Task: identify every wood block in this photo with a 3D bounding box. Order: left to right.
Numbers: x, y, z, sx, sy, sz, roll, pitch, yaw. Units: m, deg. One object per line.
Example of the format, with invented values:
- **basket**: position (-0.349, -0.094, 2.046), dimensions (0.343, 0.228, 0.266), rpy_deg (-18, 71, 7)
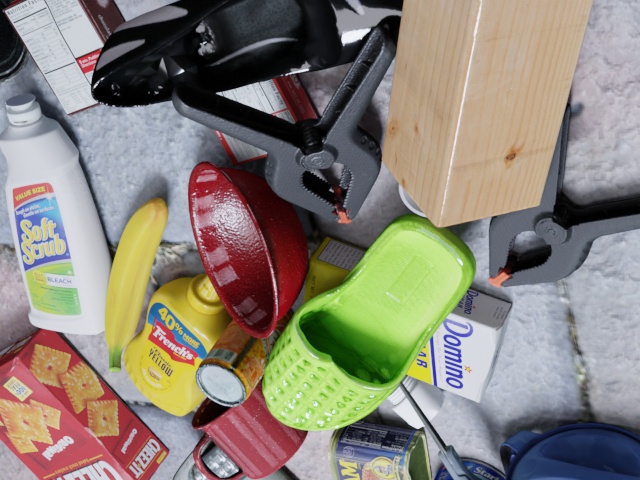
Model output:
- **wood block**: position (0.110, -0.122, 0.714), dimensions (0.090, 0.090, 0.206), rpy_deg (-123, 29, -43)

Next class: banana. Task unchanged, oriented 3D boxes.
- **banana**: position (-0.181, 0.033, 1.050), dimensions (0.070, 0.037, 0.198), rpy_deg (52, 132, 48)

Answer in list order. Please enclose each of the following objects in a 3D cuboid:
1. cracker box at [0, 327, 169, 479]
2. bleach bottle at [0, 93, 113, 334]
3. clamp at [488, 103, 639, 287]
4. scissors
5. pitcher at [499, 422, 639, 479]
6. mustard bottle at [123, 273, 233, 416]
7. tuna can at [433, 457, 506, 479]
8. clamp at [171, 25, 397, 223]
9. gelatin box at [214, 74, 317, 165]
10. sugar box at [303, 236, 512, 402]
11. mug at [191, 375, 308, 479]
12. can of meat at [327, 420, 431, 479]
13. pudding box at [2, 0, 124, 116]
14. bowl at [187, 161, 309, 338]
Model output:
- **cracker box**: position (-0.309, 0.216, 1.264), dimensions (0.164, 0.072, 0.213), rpy_deg (-27, 108, 42)
- **bleach bottle**: position (-0.270, -0.026, 1.061), dimensions (0.103, 0.068, 0.251), rpy_deg (7, 125, 25)
- **clamp**: position (0.190, -0.014, 0.808), dimensions (0.120, 0.039, 0.172), rpy_deg (36, 138, 9)
- **scissors**: position (0.125, 0.200, 0.962), dimensions (0.016, 0.096, 0.202), rpy_deg (-34, 75, 14)
- **pitcher**: position (0.242, 0.286, 0.958), dimensions (0.145, 0.149, 0.243), rpy_deg (-6, 125, 17)
- **mustard bottle**: position (-0.134, 0.093, 1.071), dimensions (0.096, 0.058, 0.192), rpy_deg (45, 135, 12)
- **tuna can**: position (0.148, 0.256, 1.044), dimensions (0.086, 0.033, 0.086), rpy_deg (16, 131, 20)
- **clamp**: position (-0.016, -0.076, 0.826), dimensions (0.164, 0.036, 0.210), rpy_deg (-10, 148, 3)
- **gelatin box**: position (-0.051, -0.108, 0.886), dimensions (0.089, 0.030, 0.073), rpy_deg (-13, 115, 38)
- **sugar box**: position (0.072, 0.070, 0.938), dimensions (0.176, 0.048, 0.093), rpy_deg (21, 132, 18)
- **mug**: position (-0.073, 0.187, 1.043), dimensions (0.081, 0.117, 0.093), rpy_deg (50, 155, -13)
- **can of meat**: position (0.061, 0.228, 1.060), dimensions (0.084, 0.057, 0.102), rpy_deg (6, 127, 24)
- **pudding box**: position (-0.210, -0.172, 0.928), dimensions (0.090, 0.039, 0.113), rpy_deg (-11, 115, 37)
- **bowl**: position (-0.056, 0.001, 0.928), dimensions (0.162, 0.055, 0.162), rpy_deg (45, 146, 42)
